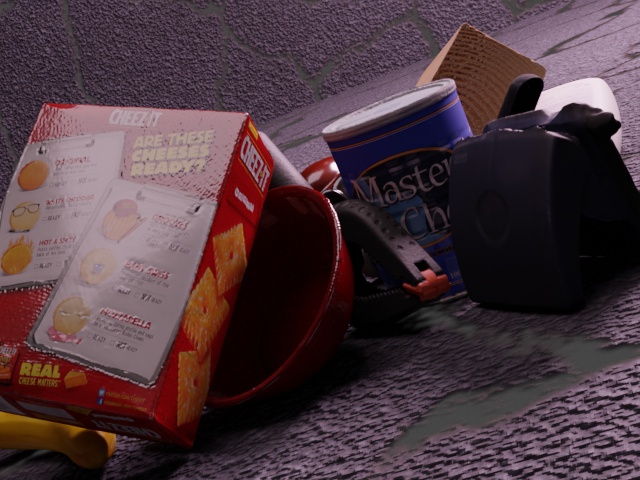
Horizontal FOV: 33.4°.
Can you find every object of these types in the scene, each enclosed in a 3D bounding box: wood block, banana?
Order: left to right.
[{"bbox_3d":[-0.198,0.139,0.764,0.198,0.037,0.069,-7,20,40],"label":"banana"},{"bbox_3d":[0.135,-0.127,1.042,0.091,0.090,0.206,-62,2,-6],"label":"wood block"}]

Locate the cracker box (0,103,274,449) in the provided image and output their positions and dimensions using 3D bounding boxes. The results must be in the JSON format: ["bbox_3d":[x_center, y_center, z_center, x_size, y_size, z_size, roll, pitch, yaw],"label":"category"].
[{"bbox_3d":[-0.137,0.018,0.711,0.164,0.072,0.213,5,64,21],"label":"cracker box"}]

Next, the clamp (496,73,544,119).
[{"bbox_3d":[0.141,-0.036,0.824,0.039,0.120,0.172,-5,-22,-22],"label":"clamp"}]

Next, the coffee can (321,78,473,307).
[{"bbox_3d":[0.074,-0.034,0.783,0.103,0.140,0.103,-22,11,4],"label":"coffee can"}]

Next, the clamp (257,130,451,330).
[{"bbox_3d":[0.007,0.020,0.777,0.036,0.164,0.210,-19,30,-37],"label":"clamp"}]

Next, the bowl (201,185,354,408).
[{"bbox_3d":[-0.030,0.046,0.719,0.162,0.055,0.162,-29,44,32],"label":"bowl"}]
